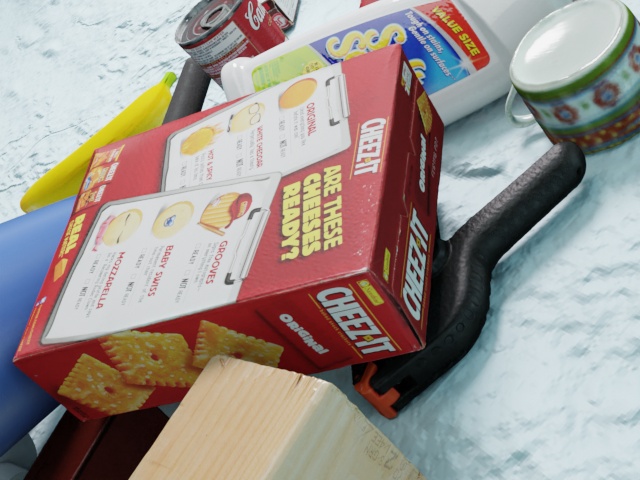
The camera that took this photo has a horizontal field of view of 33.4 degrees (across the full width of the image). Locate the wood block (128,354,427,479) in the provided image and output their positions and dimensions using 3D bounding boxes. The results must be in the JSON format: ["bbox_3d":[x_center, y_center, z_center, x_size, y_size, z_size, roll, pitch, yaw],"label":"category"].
[{"bbox_3d":[-0.052,0.162,0.462,0.091,0.090,0.206,5,55,50],"label":"wood block"}]

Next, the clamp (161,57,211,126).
[{"bbox_3d":[-0.126,-0.053,0.847,0.165,0.036,0.210,-52,30,14],"label":"clamp"}]

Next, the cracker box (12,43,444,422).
[{"bbox_3d":[-0.045,-0.001,0.579,0.214,0.072,0.164,-15,43,26],"label":"cracker box"}]

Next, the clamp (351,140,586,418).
[{"bbox_3d":[0.057,0.011,0.573,0.120,0.039,0.171,9,58,55],"label":"clamp"}]

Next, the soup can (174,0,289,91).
[{"bbox_3d":[-0.054,-0.140,0.825,0.069,0.102,0.068,-29,33,21],"label":"soup can"}]

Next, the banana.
[{"bbox_3d":[-0.205,-0.081,0.995,0.198,0.037,0.069,-39,13,5],"label":"banana"}]

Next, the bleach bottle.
[{"bbox_3d":[0.060,-0.119,0.682,0.251,0.068,0.102,-24,77,27],"label":"bleach bottle"}]

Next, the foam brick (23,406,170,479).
[{"bbox_3d":[-0.128,0.129,0.626,0.053,0.051,0.078,-6,46,46],"label":"foam brick"}]

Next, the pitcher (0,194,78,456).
[{"bbox_3d":[-0.202,0.061,0.658,0.149,0.145,0.242,-4,16,25],"label":"pitcher"}]
